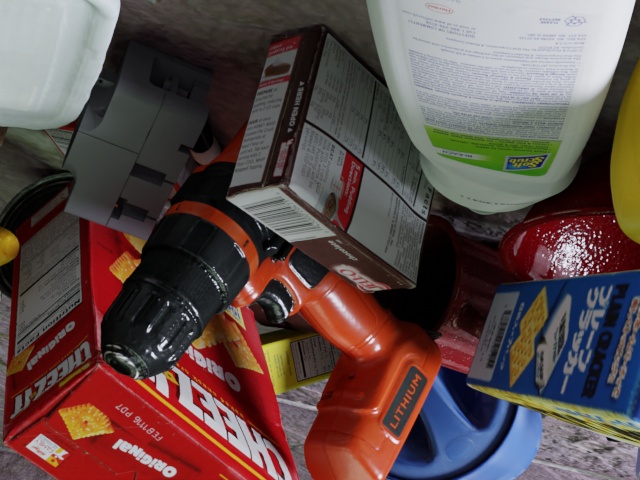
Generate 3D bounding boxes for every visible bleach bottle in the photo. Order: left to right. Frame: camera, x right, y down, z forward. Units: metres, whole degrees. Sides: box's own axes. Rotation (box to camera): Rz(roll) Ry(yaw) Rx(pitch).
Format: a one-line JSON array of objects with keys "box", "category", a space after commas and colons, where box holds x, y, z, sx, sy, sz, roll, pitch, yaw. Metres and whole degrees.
[{"box": [0.067, -0.070, 0.444, 0.102, 0.068, 0.251, 12, 162, 9], "category": "bleach bottle"}]

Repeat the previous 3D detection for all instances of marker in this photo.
[{"box": [-0.065, -0.046, 0.657, 0.020, 0.020, 0.121, 9, 159, 14], "category": "marker"}]

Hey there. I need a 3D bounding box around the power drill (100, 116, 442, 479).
[{"box": [-0.016, 0.043, 0.553, 0.057, 0.184, 0.187, -3, 131, 40], "category": "power drill"}]

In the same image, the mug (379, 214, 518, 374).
[{"box": [0.092, 0.043, 0.670, 0.081, 0.093, 0.117, 21, -175, -31], "category": "mug"}]

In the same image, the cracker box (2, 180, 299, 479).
[{"box": [-0.096, 0.072, 0.619, 0.164, 0.072, 0.214, 44, -169, -30], "category": "cracker box"}]

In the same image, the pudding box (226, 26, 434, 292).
[{"box": [0.012, -0.037, 0.527, 0.039, 0.090, 0.113, -6, 150, 38], "category": "pudding box"}]

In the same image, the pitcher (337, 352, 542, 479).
[{"box": [0.106, 0.143, 0.836, 0.145, 0.149, 0.242, 39, 179, 25], "category": "pitcher"}]

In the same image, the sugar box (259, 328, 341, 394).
[{"box": [-0.029, 0.093, 0.845, 0.175, 0.048, 0.094, -14, -178, -40], "category": "sugar box"}]
